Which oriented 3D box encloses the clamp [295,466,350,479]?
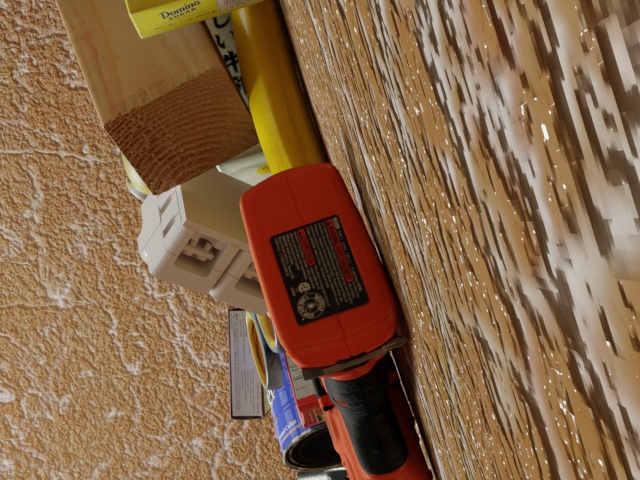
[{"bbox_3d":[0.049,0.246,1.116,0.172,0.120,0.039,126,150,-65],"label":"clamp"}]

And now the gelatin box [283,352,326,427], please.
[{"bbox_3d":[0.010,0.105,0.881,0.089,0.073,0.030,-109,2,-52],"label":"gelatin box"}]

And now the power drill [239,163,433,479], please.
[{"bbox_3d":[0.008,0.041,0.580,0.187,0.057,0.184,70,178,-58],"label":"power drill"}]

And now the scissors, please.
[{"bbox_3d":[-0.059,0.026,0.901,0.096,0.016,0.202,127,130,-63],"label":"scissors"}]

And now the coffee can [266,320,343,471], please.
[{"bbox_3d":[-0.001,0.124,0.973,0.103,0.103,0.140,75,178,-57],"label":"coffee can"}]

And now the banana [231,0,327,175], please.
[{"bbox_3d":[-0.023,-0.091,0.708,0.070,0.037,0.198,128,126,-63],"label":"banana"}]

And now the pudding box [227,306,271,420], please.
[{"bbox_3d":[-0.068,0.118,1.082,0.090,0.039,0.113,-20,-73,-81],"label":"pudding box"}]

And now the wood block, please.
[{"bbox_3d":[-0.128,-0.148,0.778,0.206,0.090,0.090,64,-178,34],"label":"wood block"}]
